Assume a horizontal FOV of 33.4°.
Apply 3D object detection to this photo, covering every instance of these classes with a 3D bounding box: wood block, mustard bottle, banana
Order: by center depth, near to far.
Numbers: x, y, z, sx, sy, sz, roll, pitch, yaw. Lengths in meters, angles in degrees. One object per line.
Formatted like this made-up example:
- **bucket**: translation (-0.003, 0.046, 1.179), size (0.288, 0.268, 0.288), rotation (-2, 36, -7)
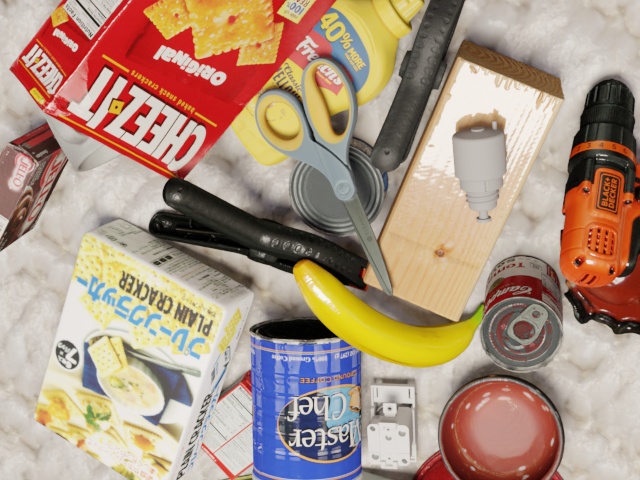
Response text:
- **wood block**: translation (0.118, -0.051, 0.896), size (0.091, 0.090, 0.206), rotation (23, 112, 2)
- **mustard bottle**: translation (0.005, -0.150, 0.899), size (0.192, 0.058, 0.096), rotation (-33, 86, 20)
- **banana**: translation (0.059, 0.072, 0.932), size (0.197, 0.069, 0.037), rotation (15, 158, -26)

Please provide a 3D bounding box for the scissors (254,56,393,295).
- **scissors**: translation (0.001, -0.048, 0.881), size (0.096, 0.016, 0.202), rotation (-5, 100, 19)

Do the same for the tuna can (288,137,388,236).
- **tuna can**: translation (0.017, -0.049, 0.947), size (0.086, 0.033, 0.086), rotation (4, 110, 10)

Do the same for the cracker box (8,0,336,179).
- **cracker box**: translation (-0.106, -0.164, 0.829), size (0.214, 0.164, 0.072), rotation (-49, 54, 9)

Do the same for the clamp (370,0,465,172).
- **clamp**: translation (0.082, -0.134, 0.881), size (0.039, 0.120, 0.171), rotation (23, 91, -1)

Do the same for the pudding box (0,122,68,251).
- **pudding box**: translation (-0.274, -0.048, 0.978), size (0.039, 0.090, 0.114), rotation (35, 113, -1)

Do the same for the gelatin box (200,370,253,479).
- **gelatin box**: translation (-0.079, 0.182, 1.054), size (0.089, 0.030, 0.073), rotation (-40, 96, 21)

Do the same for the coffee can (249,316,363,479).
- **coffee can**: translation (-0.013, 0.148, 0.973), size (0.103, 0.102, 0.140), rotation (1, 98, 11)

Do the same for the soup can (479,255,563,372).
- **soup can**: translation (0.173, 0.061, 0.917), size (0.068, 0.102, 0.068), rotation (4, 110, 10)

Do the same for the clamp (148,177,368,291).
- **clamp**: translation (-0.056, 0.001, 0.953), size (0.209, 0.165, 0.036), rotation (20, 77, -16)

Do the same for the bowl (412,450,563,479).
- **bowl**: translation (0.160, 0.274, 1.023), size (0.162, 0.055, 0.162), rotation (4, 111, 11)
